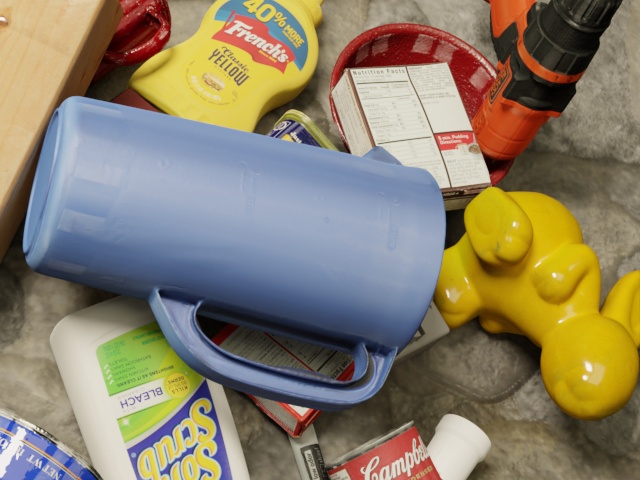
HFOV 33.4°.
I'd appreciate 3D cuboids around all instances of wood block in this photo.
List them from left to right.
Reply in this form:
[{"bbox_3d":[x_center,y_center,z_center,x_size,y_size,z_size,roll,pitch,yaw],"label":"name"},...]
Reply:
[{"bbox_3d":[-0.215,-0.083,0.688,0.091,0.090,0.206,26,88,-5],"label":"wood block"}]

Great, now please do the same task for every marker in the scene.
[{"bbox_3d":[0.003,0.185,0.725,0.020,0.020,0.121,-10,70,-23],"label":"marker"}]

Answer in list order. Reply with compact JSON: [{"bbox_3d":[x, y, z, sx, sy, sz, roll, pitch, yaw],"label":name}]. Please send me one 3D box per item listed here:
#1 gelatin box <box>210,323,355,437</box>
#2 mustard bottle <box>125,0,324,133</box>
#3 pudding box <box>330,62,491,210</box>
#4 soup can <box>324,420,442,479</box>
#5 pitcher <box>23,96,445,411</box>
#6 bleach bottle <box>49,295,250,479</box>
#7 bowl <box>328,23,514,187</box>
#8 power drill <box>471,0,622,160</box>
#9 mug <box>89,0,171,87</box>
[{"bbox_3d":[-0.025,0.083,0.746,0.089,0.030,0.073,37,56,14],"label":"gelatin box"},{"bbox_3d":[-0.057,-0.142,0.834,0.096,0.058,0.191,41,60,1],"label":"mustard bottle"},{"bbox_3d":[0.067,-0.076,0.791,0.089,0.039,0.113,-8,67,-24],"label":"pudding box"},{"bbox_3d":[0.055,0.181,0.713,0.068,0.069,0.102,-23,80,-26],"label":"soup can"},{"bbox_3d":[-0.054,0.001,0.663,0.242,0.145,0.149,13,20,-20],"label":"pitcher"},{"bbox_3d":[-0.085,0.156,0.686,0.102,0.068,0.251,-18,76,-28],"label":"bleach bottle"},{"bbox_3d":[0.076,-0.093,0.858,0.162,0.055,0.162,7,64,-16],"label":"bowl"},{"bbox_3d":[0.162,-0.179,0.800,0.057,0.185,0.187,15,52,-12],"label":"power drill"},{"bbox_3d":[-0.162,-0.160,0.784,0.117,0.093,0.081,32,62,27],"label":"mug"}]
